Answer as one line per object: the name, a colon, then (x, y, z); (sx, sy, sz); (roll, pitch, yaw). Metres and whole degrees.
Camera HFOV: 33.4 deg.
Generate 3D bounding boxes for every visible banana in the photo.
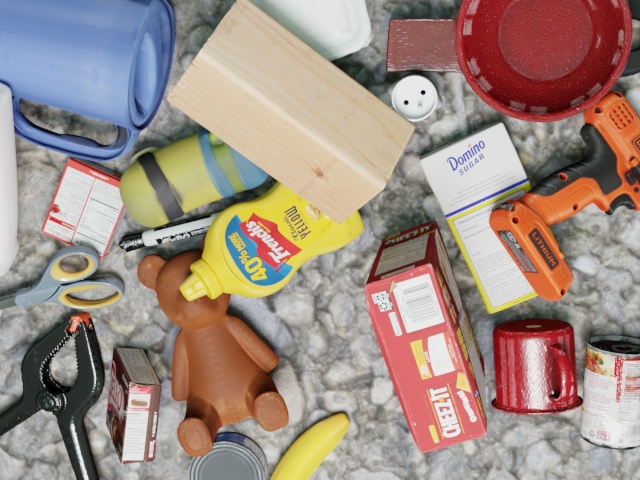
banana: (-0.026, 0.273, 1.168); (0.069, 0.037, 0.198); (11, 105, -21)

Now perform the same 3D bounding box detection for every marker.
marker: (-0.156, -0.009, 1.133); (0.121, 0.020, 0.020); (-13, 99, 8)

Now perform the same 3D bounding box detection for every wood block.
wood block: (-0.028, -0.121, 1.009); (0.206, 0.090, 0.091); (36, 145, -11)

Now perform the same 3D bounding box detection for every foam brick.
foam brick: (0.104, -0.193, 1.055); (0.078, 0.053, 0.051); (1, 101, 4)

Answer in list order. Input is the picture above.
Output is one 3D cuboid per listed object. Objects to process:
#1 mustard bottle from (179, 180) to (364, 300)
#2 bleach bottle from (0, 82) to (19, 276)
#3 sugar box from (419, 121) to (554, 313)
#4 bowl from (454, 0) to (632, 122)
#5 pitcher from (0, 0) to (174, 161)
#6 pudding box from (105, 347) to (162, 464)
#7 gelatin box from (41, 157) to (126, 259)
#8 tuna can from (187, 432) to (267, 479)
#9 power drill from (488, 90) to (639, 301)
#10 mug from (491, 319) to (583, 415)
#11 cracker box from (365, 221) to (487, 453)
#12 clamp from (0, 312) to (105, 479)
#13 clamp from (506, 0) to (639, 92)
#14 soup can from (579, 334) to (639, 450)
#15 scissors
mustard bottle: (-0.057, 0.001, 1.068); (0.191, 0.058, 0.096); (-33, 98, -15)
bleach bottle: (-0.358, -0.049, 1.081); (0.102, 0.068, 0.251); (15, 131, 5)
sugar box: (0.177, -0.023, 1.084); (0.093, 0.048, 0.176); (-24, 94, 8)
bowl: (0.211, -0.195, 1.010); (0.162, 0.055, 0.162); (3, 103, 15)
pitcher: (-0.276, -0.186, 1.059); (0.243, 0.145, 0.149); (13, 61, 7)
pudding box: (-0.198, 0.172, 1.125); (0.039, 0.114, 0.090); (2, 102, -22)
gelatin box: (-0.245, -0.035, 1.132); (0.073, 0.030, 0.089); (24, 103, 0)
tuna can: (-0.101, 0.255, 1.171); (0.086, 0.033, 0.086); (1, 101, 5)
power drill: (0.273, -0.025, 1.042); (0.187, 0.057, 0.184); (-38, 95, -12)
mug: (0.221, 0.127, 1.075); (0.093, 0.117, 0.081); (-6, 96, -12)
cracker box: (0.103, 0.085, 1.026); (0.072, 0.213, 0.164); (-18, 98, 10)
clamp: (-0.284, 0.183, 1.172); (0.164, 0.036, 0.210); (27, 100, 5)
clamp: (0.267, -0.186, 1.048); (0.171, 0.039, 0.120); (2, 108, 12)
soup can: (0.303, 0.155, 1.093); (0.068, 0.068, 0.102); (3, 101, 5)
scissors: (-0.312, 0.046, 1.136); (0.201, 0.016, 0.096); (-2, 132, -1)
